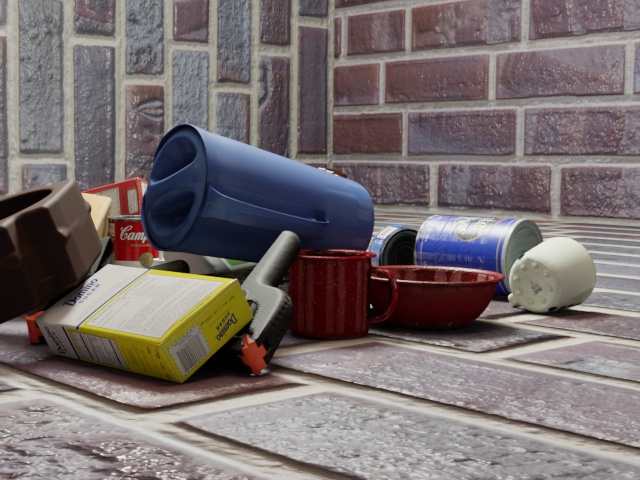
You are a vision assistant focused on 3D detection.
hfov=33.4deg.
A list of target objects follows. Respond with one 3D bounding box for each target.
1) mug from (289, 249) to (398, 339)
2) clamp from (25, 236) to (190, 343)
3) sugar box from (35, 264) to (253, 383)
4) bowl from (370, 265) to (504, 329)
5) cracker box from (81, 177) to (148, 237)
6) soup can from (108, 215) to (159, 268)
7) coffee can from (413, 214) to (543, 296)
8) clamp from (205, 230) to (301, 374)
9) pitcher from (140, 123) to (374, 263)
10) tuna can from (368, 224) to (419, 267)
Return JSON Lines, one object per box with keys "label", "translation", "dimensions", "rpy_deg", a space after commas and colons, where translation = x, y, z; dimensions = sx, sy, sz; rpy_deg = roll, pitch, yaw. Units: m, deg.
{"label": "mug", "translation": [0.021, 0.053, 1.066], "dimensions": [0.117, 0.081, 0.093], "rpy_deg": [2, 4, 16]}
{"label": "clamp", "translation": [-0.212, 0.050, 1.045], "dimensions": [0.120, 0.039, 0.171], "rpy_deg": [5, 32, 26]}
{"label": "sugar box", "translation": [-0.151, 0.066, 0.900], "dimensions": [0.177, 0.048, 0.093], "rpy_deg": [2, 33, 45]}
{"label": "bowl", "translation": [0.116, 0.062, 1.147], "dimensions": [0.162, 0.055, 0.162], "rpy_deg": [1, 4, 0]}
{"label": "cracker box", "translation": [-0.297, -0.013, 1.480], "dimensions": [0.214, 0.072, 0.164], "rpy_deg": [-13, -17, 20]}
{"label": "soup can", "translation": [-0.228, 0.021, 1.316], "dimensions": [0.068, 0.102, 0.068], "rpy_deg": [1, 4, 0]}
{"label": "coffee can", "translation": [0.209, 0.020, 1.409], "dimensions": [0.141, 0.103, 0.102], "rpy_deg": [4, 5, 40]}
{"label": "clamp", "translation": [-0.085, 0.065, 0.949], "dimensions": [0.164, 0.036, 0.210], "rpy_deg": [-24, 23, 3]}
{"label": "pitcher", "translation": [-0.057, -0.032, 1.149], "dimensions": [0.242, 0.149, 0.145], "rpy_deg": [12, -40, -36]}
{"label": "tuna can", "translation": [0.110, 0.022, 1.478], "dimensions": [0.086, 0.086, 0.034], "rpy_deg": [-2, 7, -28]}
